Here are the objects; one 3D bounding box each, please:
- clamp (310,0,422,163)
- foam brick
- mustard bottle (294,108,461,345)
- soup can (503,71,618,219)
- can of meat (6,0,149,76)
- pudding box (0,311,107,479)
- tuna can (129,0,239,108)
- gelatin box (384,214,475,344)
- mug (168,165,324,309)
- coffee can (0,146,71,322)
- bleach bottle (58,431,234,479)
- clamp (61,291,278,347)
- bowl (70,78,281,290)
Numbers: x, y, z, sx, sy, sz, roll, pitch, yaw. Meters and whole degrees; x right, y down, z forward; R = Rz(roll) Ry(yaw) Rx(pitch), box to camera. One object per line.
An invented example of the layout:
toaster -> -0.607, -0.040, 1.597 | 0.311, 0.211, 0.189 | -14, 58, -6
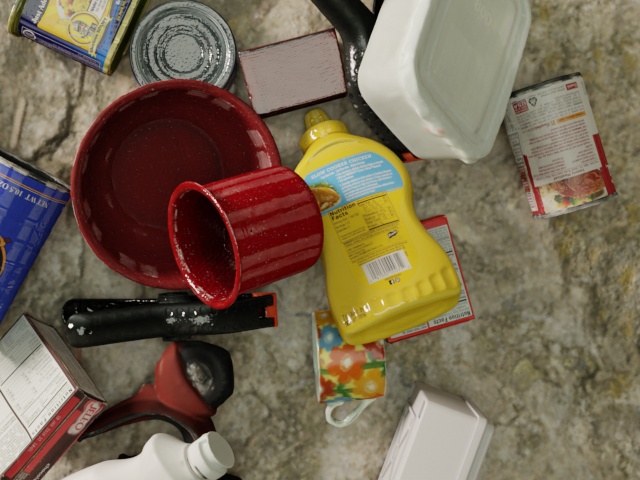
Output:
clamp -> 0.051, -0.165, 0.828 | 0.164, 0.036, 0.210 | -40, 114, -40
foam brick -> -0.021, -0.130, 0.840 | 0.078, 0.053, 0.051 | -15, 92, 0
mustard bottle -> 0.028, -0.021, 0.819 | 0.096, 0.058, 0.192 | -21, 66, -4
soup can -> 0.186, -0.074, 0.840 | 0.068, 0.068, 0.102 | -17, 91, -1
can of meat -> -0.182, -0.189, 0.831 | 0.084, 0.057, 0.102 | 25, 92, -5
pudding box -> -0.224, 0.121, 0.815 | 0.090, 0.039, 0.114 | -48, 48, -1
tuna can -> -0.108, -0.146, 0.846 | 0.086, 0.034, 0.086 | 0, 92, -2
gelatin box -> 0.076, 0.031, 0.858 | 0.073, 0.030, 0.089 | -16, 90, -2
mug -> -0.055, 0.001, 0.778 | 0.081, 0.117, 0.093 | -19, 60, -34
coffee can -> -0.266, -0.001, 0.810 | 0.103, 0.103, 0.140 | 29, 90, -2
bleach bottle -> -0.171, 0.208, 0.784 | 0.251, 0.068, 0.102 | -36, 85, 18
clamp -> -0.122, 0.058, 0.831 | 0.171, 0.120, 0.039 | -1, 99, -23
bowl -> -0.113, -0.046, 0.824 | 0.162, 0.055, 0.162 | -4, 105, -17
